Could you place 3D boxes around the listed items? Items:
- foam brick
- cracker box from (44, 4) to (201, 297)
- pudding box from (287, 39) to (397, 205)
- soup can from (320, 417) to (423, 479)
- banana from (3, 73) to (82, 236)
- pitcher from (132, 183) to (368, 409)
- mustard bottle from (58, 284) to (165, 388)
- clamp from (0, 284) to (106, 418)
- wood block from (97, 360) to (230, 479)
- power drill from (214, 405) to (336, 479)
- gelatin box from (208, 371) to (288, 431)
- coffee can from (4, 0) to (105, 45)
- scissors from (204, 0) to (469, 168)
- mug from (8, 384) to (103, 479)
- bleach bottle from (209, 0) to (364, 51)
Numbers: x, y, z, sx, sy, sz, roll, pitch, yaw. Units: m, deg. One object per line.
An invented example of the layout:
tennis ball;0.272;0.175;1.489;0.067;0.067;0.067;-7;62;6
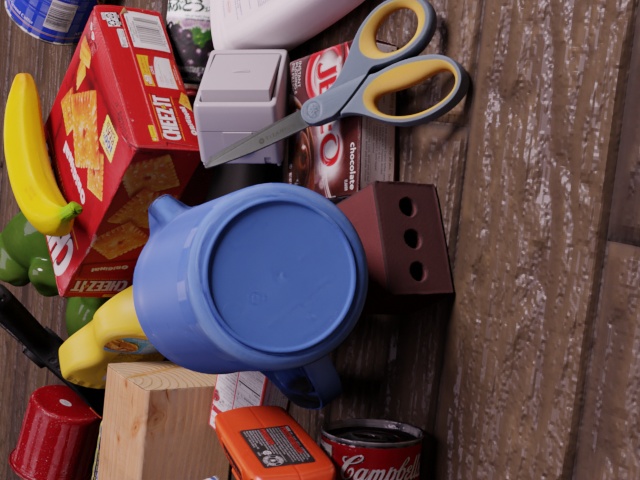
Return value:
foam brick;0.047;0.006;0.705;0.051;0.052;0.078;-28;66;52
cracker box;-0.188;-0.074;0.942;0.214;0.071;0.164;-52;48;42
pudding box;0.015;-0.082;0.769;0.090;0.039;0.113;-7;83;56
soup can;0.031;0.175;0.707;0.069;0.068;0.102;8;96;56
banana;-0.247;-0.065;0.938;0.070;0.037;0.198;-49;49;22
pitcher;-0.044;0.037;0.717;0.243;0.149;0.145;164;116;-76
mustard bottle;-0.165;0.080;0.979;0.192;0.096;0.058;-39;57;49
clamp;-0.282;0.106;1.081;0.036;0.210;0.165;-48;18;-16
wood block;-0.141;0.218;0.943;0.090;0.090;0.206;16;102;56
power drill;-0.041;0.211;0.718;0.185;0.057;0.188;-147;55;-60
gelatin box;-0.057;0.127;0.875;0.073;0.030;0.089;27;111;52
coffee can;-0.272;-0.296;1.151;0.140;0.102;0.103;-53;47;41
scissors;0.004;-0.108;0.728;0.202;0.016;0.096;-6;81;28
mug;-0.283;0.207;1.171;0.117;0.093;0.081;-73;1;-75
bleach bottle;0.011;-0.204;0.762;0.251;0.067;0.102;-13;78;53
